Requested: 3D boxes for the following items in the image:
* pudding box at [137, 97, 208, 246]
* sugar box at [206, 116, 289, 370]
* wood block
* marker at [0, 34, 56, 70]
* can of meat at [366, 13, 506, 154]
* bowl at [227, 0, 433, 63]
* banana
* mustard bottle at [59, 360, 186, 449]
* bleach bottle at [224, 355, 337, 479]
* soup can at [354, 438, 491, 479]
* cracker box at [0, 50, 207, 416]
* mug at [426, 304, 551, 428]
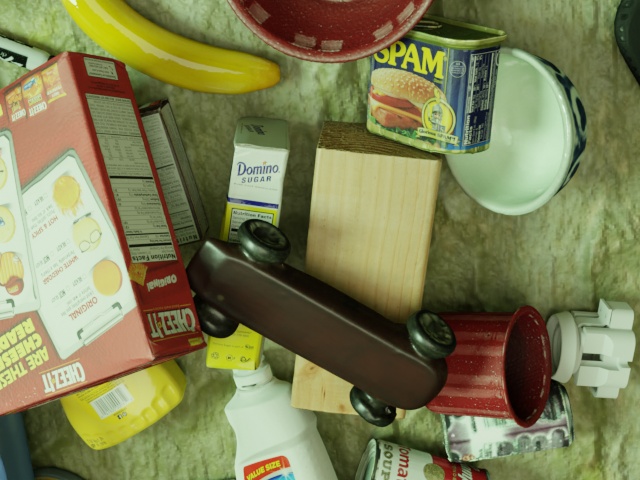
[{"bbox_3d":[-0.146,-0.044,0.826,0.090,0.039,0.113,-14,110,5],"label":"pudding box"},{"bbox_3d":[-0.056,0.001,0.812,0.048,0.093,0.176,5,109,-4],"label":"sugar box"},{"bbox_3d":[0.033,0.022,0.818,0.090,0.091,0.206,6,109,1],"label":"wood block"},{"bbox_3d":[-0.236,-0.144,0.800,0.121,0.020,0.020,20,108,-6],"label":"marker"},{"bbox_3d":[0.080,-0.114,0.770,0.057,0.102,0.084,-17,119,-39],"label":"can of meat"},{"bbox_3d":[0.009,-0.207,0.735,0.162,0.055,0.162,3,109,9],"label":"bowl"},{"bbox_3d":[-0.124,-0.157,0.786,0.197,0.037,0.070,37,107,-12],"label":"banana"},{"bbox_3d":[-0.198,0.071,0.855,0.096,0.058,0.191,-31,107,13],"label":"mustard bottle"},{"bbox_3d":[-0.030,0.215,0.898,0.103,0.068,0.251,-8,106,36],"label":"bleach bottle"},{"bbox_3d":[0.084,0.212,0.898,0.102,0.068,0.068,17,108,-6],"label":"soup can"},{"bbox_3d":[-0.185,-0.001,0.750,0.164,0.072,0.214,-21,82,30],"label":"cracker box"},{"bbox_3d":[0.132,0.098,0.844,0.082,0.117,0.093,-2,83,34],"label":"mug"}]
